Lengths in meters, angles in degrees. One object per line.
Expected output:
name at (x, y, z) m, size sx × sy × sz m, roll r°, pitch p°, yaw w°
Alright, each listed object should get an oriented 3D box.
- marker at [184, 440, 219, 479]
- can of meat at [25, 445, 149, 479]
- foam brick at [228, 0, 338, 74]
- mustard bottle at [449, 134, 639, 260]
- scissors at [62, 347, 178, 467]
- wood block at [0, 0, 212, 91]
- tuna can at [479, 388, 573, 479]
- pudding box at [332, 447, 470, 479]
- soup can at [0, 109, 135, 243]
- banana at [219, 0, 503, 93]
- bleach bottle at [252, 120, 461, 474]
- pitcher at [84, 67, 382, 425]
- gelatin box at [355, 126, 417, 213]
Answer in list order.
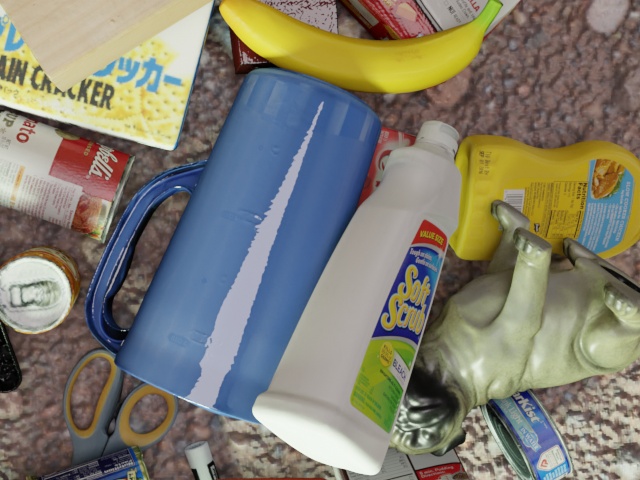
marker at (-0.078, 0.215, 0.827) m, size 0.020 × 0.020 × 0.121 m, roll -18°, pitch 95°, yaw -8°
can of meat at (-0.161, 0.210, 0.784) m, size 0.083 × 0.057 × 0.102 m, roll -16°, pitch 109°, yaw -17°
foam brick at (-0.028, -0.155, 0.802) m, size 0.078 × 0.053 × 0.051 m, roll -4°, pitch 93°, yaw -8°
mustard bottle at (0.200, -0.031, 0.838) m, size 0.191 × 0.058 × 0.096 m, roll 1°, pitch 111°, yaw -10°
scissors at (-0.165, 0.181, 0.814) m, size 0.096 × 0.016 × 0.202 m, roll 8°, pitch 96°, yaw -13°
wood block at (-0.109, -0.192, 0.699) m, size 0.206 × 0.091 × 0.090 m, roll -33°, pitch 96°, yaw -5°
tuna can at (0.158, 0.150, 0.828) m, size 0.033 × 0.086 × 0.086 m, roll -29°, pitch 96°, yaw -6°
pudding box at (0.063, 0.184, 0.801) m, size 0.090 × 0.113 × 0.039 m, roll -11°, pitch 118°, yaw -8°
soup can at (-0.194, -0.047, 0.773) m, size 0.102 × 0.068 × 0.068 m, roll 20°, pitch 89°, yaw -9°
banana at (0.028, -0.139, 0.758) m, size 0.198 × 0.037 × 0.070 m, roll 1°, pitch 104°, yaw 2°
bleach bottle at (0.041, 0.025, 0.729) m, size 0.102 × 0.068 × 0.250 m, roll 48°, pitch 57°, yaw -49°
pitcher at (-0.055, 0.001, 0.773) m, size 0.149 × 0.145 × 0.243 m, roll 24°, pitch 84°, yaw -33°
gelatin box at (0.058, -0.039, 0.832) m, size 0.073 × 0.030 × 0.089 m, roll 15°, pitch 90°, yaw -9°
